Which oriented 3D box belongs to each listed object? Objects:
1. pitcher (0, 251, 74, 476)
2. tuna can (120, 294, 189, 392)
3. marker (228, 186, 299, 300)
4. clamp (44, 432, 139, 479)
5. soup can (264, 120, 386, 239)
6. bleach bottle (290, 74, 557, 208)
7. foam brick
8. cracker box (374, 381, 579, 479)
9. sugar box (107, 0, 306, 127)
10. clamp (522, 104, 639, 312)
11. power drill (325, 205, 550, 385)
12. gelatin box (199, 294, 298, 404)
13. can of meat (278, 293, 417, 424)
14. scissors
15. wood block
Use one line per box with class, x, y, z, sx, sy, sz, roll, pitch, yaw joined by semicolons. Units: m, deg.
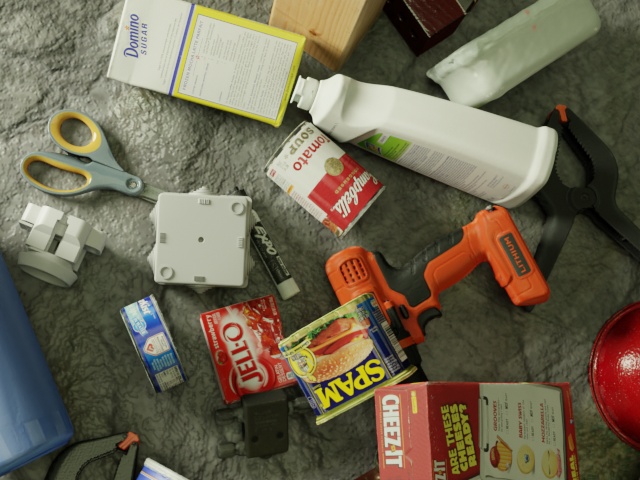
pitcher;-0.322;0.092;0.935;0.144;0.149;0.243;-24;86;-28
tuna can;-0.151;0.095;0.972;0.033;0.086;0.086;-24;83;-11
marker;-0.057;0.001;1.039;0.020;0.020;0.121;-28;84;-13
clamp;-0.234;0.234;0.956;0.120;0.039;0.171;36;69;-5
soup can;0.004;-0.059;1.036;0.102;0.068;0.068;41;76;2
bleach bottle;0.095;-0.108;1.038;0.250;0.103;0.068;19;68;-8
foam brick;0.103;-0.241;1.096;0.051;0.053;0.078;-34;85;-13
cracker box;0.145;0.209;0.950;0.213;0.072;0.164;7;75;-42
sugar box;-0.110;-0.179;1.042;0.176;0.048;0.093;17;100;-3
clamp;0.255;-0.032;1.085;0.164;0.036;0.210;-17;81;-8
power drill;0.120;0.064;1.023;0.187;0.057;0.184;-25;84;-5
gelatin box;-0.068;0.103;1.011;0.073;0.030;0.089;-15;81;-11
can of meat;0.023;0.106;0.972;0.102;0.057;0.084;-31;85;18
scissors;-0.187;-0.073;1.037;0.201;0.016;0.096;7;78;-7
wood block;0.019;-0.251;1.006;0.091;0.206;0.090;35;76;-1
